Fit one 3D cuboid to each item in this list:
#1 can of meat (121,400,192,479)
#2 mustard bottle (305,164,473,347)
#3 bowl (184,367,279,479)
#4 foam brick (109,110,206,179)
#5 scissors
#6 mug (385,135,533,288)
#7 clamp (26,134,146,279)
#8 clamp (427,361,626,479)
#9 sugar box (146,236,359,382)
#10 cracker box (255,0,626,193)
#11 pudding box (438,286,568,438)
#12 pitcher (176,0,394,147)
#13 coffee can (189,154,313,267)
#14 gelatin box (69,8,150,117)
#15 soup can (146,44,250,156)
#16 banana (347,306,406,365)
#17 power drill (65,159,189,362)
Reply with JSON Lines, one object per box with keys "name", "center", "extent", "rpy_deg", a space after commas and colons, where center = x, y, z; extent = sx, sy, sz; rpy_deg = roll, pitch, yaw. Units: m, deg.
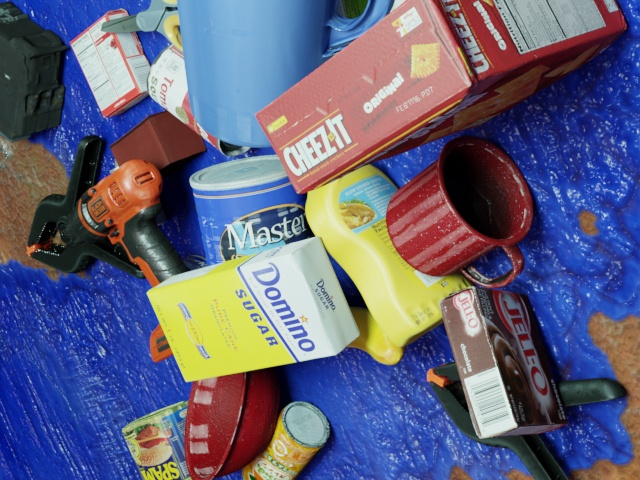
{"name": "can of meat", "center": [-0.171, 0.234, 1.207], "extent": [0.102, 0.057, 0.084], "rpy_deg": [-26, 87, 44]}
{"name": "mustard bottle", "center": [0.042, -0.009, 0.890], "extent": [0.192, 0.096, 0.058], "rpy_deg": [54, 135, 10]}
{"name": "bowl", "center": [-0.084, 0.168, 1.072], "extent": [0.162, 0.055, 0.162], "rpy_deg": [-48, 34, 48]}
{"name": "foam brick", "center": [-0.162, -0.092, 1.066], "extent": [0.078, 0.052, 0.051], "rpy_deg": [-28, 88, 45]}
{"name": "scissors", "center": [-0.155, -0.216, 0.963], "extent": [0.202, 0.016, 0.096], "rpy_deg": [26, 133, 43]}
{"name": "mug", "center": [0.112, -0.013, 0.836], "extent": [0.117, 0.093, 0.082], "rpy_deg": [52, 138, -1]}
{"name": "clamp", "center": [-0.268, -0.007, 1.205], "extent": [0.210, 0.036, 0.164], "rpy_deg": [-30, 86, 46]}
{"name": "clamp", "center": [0.163, 0.153, 0.886], "extent": [0.172, 0.039, 0.120], "rpy_deg": [14, 97, 40]}
{"name": "sugar box", "center": [-0.060, 0.062, 0.905], "extent": [0.177, 0.048, 0.093], "rpy_deg": [-16, 102, 40]}
{"name": "cracker box", "center": [0.087, -0.114, 0.725], "extent": [0.164, 0.213, 0.072], "rpy_deg": [-30, 87, 44]}
{"name": "pudding box", "center": [0.142, 0.094, 0.825], "extent": [0.039, 0.089, 0.113], "rpy_deg": [-25, 69, 34]}
{"name": "pitcher", "center": [-0.034, -0.185, 0.753], "extent": [0.243, 0.144, 0.149], "rpy_deg": [93, 155, -45]}
{"name": "coffee can", "center": [-0.056, 0.001, 0.977], "extent": [0.103, 0.102, 0.140], "rpy_deg": [4, 110, 40]}
{"name": "gelatin box", "center": [-0.210, -0.180, 1.087], "extent": [0.073, 0.030, 0.089], "rpy_deg": [-23, 92, 45]}
{"name": "soup can", "center": [-0.103, -0.133, 0.987], "extent": [0.102, 0.068, 0.069], "rpy_deg": [38, 128, 24]}
{"name": "banana", "center": [0.023, 0.088, 0.961], "extent": [0.037, 0.069, 0.198], "rpy_deg": [51, 149, -20]}
{"name": "power drill", "center": [-0.179, 0.026, 1.062], "extent": [0.187, 0.057, 0.185], "rpy_deg": [60, 146, -2]}
